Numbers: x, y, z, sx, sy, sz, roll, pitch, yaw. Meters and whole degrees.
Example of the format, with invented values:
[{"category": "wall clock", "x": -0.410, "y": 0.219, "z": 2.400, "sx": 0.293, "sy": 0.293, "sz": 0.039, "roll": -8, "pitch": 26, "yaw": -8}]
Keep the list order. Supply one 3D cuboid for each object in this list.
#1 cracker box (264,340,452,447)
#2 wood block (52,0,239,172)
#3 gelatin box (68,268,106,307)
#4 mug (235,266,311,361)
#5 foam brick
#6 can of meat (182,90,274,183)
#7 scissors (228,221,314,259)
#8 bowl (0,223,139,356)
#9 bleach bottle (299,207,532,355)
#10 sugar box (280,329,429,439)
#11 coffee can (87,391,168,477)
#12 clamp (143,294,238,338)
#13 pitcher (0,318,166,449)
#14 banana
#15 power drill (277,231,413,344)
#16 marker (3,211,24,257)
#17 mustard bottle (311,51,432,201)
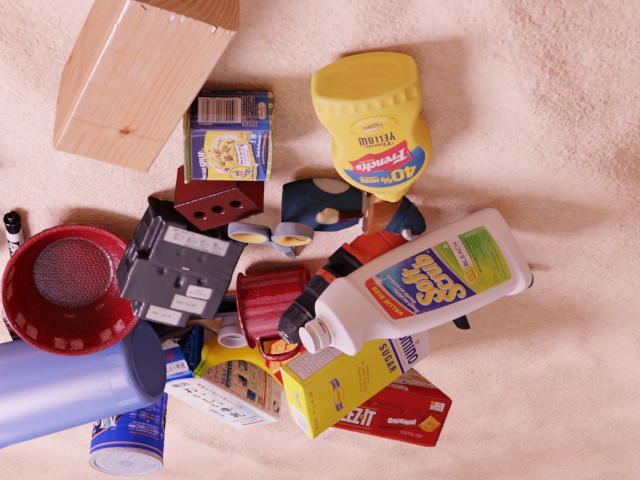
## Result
[{"category": "cracker box", "x": 0.040, "y": 0.177, "z": 1.332, "sx": 0.164, "sy": 0.072, "sz": 0.214, "roll": 15, "pitch": -172, "yaw": -22}, {"category": "wood block", "x": -0.147, "y": -0.154, "z": 0.880, "sx": 0.090, "sy": 0.090, "sz": 0.206, "roll": 14, "pitch": 146, "yaw": -24}, {"category": "gelatin box", "x": -0.296, "y": 0.064, "z": 1.267, "sx": 0.089, "sy": 0.030, "sz": 0.073, "roll": -2, "pitch": 118, "yaw": 4}, {"category": "mug", "x": -0.048, "y": 0.087, "z": 1.255, "sx": 0.081, "sy": 0.117, "sz": 0.093, "roll": -10, "pitch": 148, "yaw": 7}, {"category": "foam brick", "x": -0.103, "y": -0.051, "z": 1.085, "sx": 0.078, "sy": 0.051, "sz": 0.053, "roll": -16, "pitch": 145, "yaw": 25}, {"category": "can of meat", "x": -0.087, "y": -0.098, "z": 1.004, "sx": 0.084, "sy": 0.057, "sz": 0.102, "roll": 1, "pitch": 149, "yaw": -5}, {"category": "scissors", "x": -0.057, "y": 0.001, "z": 1.144, "sx": 0.096, "sy": 0.016, "sz": 0.202, "roll": 6, "pitch": 170, "yaw": -10}, {"category": "bowl", "x": -0.277, "y": 0.047, "z": 1.202, "sx": 0.162, "sy": 0.055, "sz": 0.162, "roll": -6, "pitch": 114, "yaw": -14}, {"category": "bleach bottle", "x": 0.094, "y": 0.057, "z": 1.107, "sx": 0.250, "sy": 0.102, "sz": 0.068, "roll": -26, "pitch": 178, "yaw": -23}, {"category": "sugar box", "x": 0.042, "y": 0.131, "z": 1.167, "sx": 0.176, "sy": 0.048, "sz": 0.093, "roll": -31, "pitch": 137, "yaw": -22}, {"category": "coffee can", "x": -0.266, "y": 0.246, "z": 1.491, "sx": 0.103, "sy": 0.140, "sz": 0.103, "roll": 0, "pitch": 149, "yaw": 0}, {"category": "clamp", "x": -0.201, "y": 0.089, "z": 1.330, "sx": 0.164, "sy": 0.036, "sz": 0.210, "roll": 20, "pitch": 145, "yaw": -29}, {"category": "pitcher", "x": -0.314, "y": 0.173, "z": 1.322, "sx": 0.243, "sy": 0.149, "sz": 0.145, "roll": -14, "pitch": 120, "yaw": 16}, {"category": "banana", "x": -0.091, "y": 0.159, "z": 1.420, "sx": 0.197, "sy": 0.069, "sz": 0.037, "roll": 17, "pitch": -179, "yaw": -44}, {"category": "power drill", "x": 0.037, "y": 0.073, "z": 1.206, "sx": 0.184, "sy": 0.057, "sz": 0.187, "roll": -42, "pitch": 155, "yaw": -11}, {"category": "marker", "x": -0.344, "y": 0.004, "z": 1.208, "sx": 0.020, "sy": 0.020, "sz": 0.121, "roll": 5, "pitch": 148, "yaw": -8}, {"category": "mustard bottle", "x": 0.056, "y": -0.095, "z": 1.007, "sx": 0.096, "sy": 0.058, "sz": 0.191, "roll": -10, "pitch": 148, "yaw": 7}]
